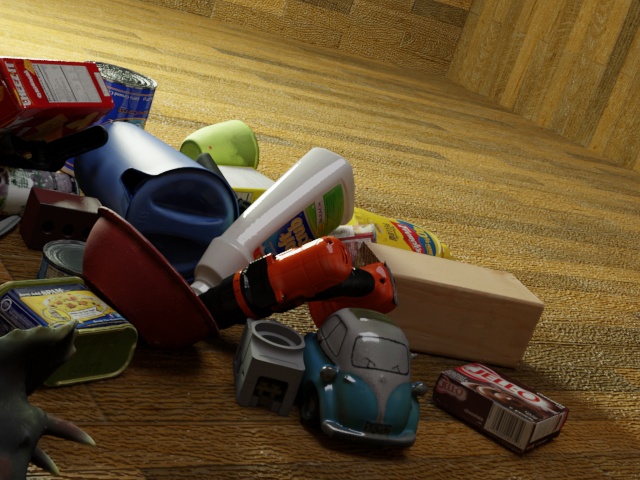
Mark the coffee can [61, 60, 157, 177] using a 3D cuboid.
[{"bbox_3d":[-0.284,-0.155,1.415,0.102,0.140,0.103,17,16,-6],"label":"coffee can"}]

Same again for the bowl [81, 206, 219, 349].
[{"bbox_3d":[-0.166,0.047,0.969,0.162,0.055,0.162,42,-16,15],"label":"bowl"}]

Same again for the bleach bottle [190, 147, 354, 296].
[{"bbox_3d":[-0.058,0.001,1.167,0.068,0.102,0.250,26,49,25],"label":"bleach bottle"}]

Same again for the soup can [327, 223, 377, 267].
[{"bbox_3d":[0.015,0.018,1.271,0.102,0.068,0.068,-5,19,-4],"label":"soup can"}]

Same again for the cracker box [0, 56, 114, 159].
[{"bbox_3d":[-0.361,-0.142,1.236,0.072,0.164,0.213,63,19,1],"label":"cracker box"}]

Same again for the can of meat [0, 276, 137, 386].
[{"bbox_3d":[-0.216,0.076,0.898,0.084,0.057,0.101,32,20,32],"label":"can of meat"}]

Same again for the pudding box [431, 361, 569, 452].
[{"bbox_3d":[0.182,0.166,1.083,0.114,0.039,0.089,29,19,31],"label":"pudding box"}]

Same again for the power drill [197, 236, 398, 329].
[{"bbox_3d":[-0.020,0.057,1.079,0.185,0.057,0.187,-22,-17,26],"label":"power drill"}]

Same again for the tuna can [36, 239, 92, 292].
[{"bbox_3d":[-0.236,0.032,1.056,0.086,0.034,0.086,17,17,-6],"label":"tuna can"}]

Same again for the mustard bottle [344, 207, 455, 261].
[{"bbox_3d":[0.107,0.012,1.445,0.191,0.058,0.096,13,37,-34],"label":"mustard bottle"}]

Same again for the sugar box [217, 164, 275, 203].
[{"bbox_3d":[-0.142,-0.071,1.476,0.175,0.048,0.093,-2,27,-43],"label":"sugar box"}]

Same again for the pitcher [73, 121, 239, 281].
[{"bbox_3d":[-0.194,-0.048,1.229,0.144,0.149,0.243,-8,25,-26],"label":"pitcher"}]

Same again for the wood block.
[{"bbox_3d":[0.139,0.076,1.236,0.205,0.090,0.091,12,18,-24],"label":"wood block"}]

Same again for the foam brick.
[{"bbox_3d":[-0.275,-0.020,1.146,0.078,0.053,0.051,9,19,-28],"label":"foam brick"}]

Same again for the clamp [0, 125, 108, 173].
[{"bbox_3d":[-0.314,-0.098,1.224,0.120,0.039,0.172,-4,-6,-23],"label":"clamp"}]
